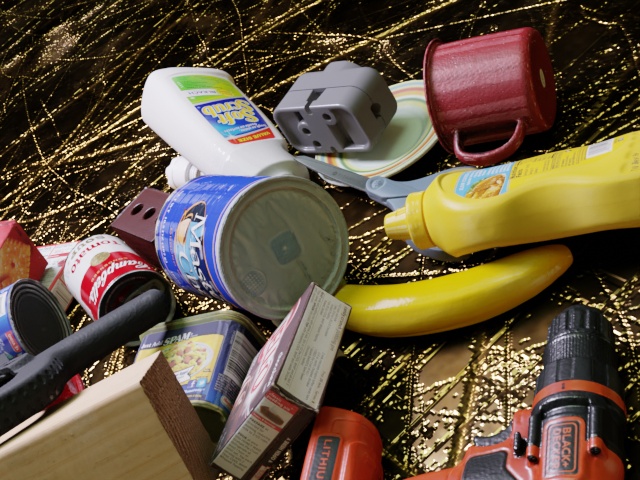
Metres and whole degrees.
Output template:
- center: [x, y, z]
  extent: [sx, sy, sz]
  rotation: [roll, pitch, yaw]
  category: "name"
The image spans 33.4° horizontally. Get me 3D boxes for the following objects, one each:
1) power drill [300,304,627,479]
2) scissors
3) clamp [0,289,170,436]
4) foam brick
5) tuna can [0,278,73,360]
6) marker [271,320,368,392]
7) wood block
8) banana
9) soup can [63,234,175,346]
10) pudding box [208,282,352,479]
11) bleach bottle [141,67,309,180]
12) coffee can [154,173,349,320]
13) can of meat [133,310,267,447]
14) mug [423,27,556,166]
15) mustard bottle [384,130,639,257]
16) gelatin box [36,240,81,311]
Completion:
- center: [0.083, 0.121, 0.616]
  extent: [0.188, 0.057, 0.184]
  rotation: [-16, 35, 27]
  category: "power drill"
- center: [0.066, -0.048, 0.846]
  extent: [0.096, 0.016, 0.202]
  rotation: [-35, 43, -11]
  category: "scissors"
- center: [-0.197, 0.095, 0.741]
  extent: [0.165, 0.036, 0.210]
  rotation: [-25, 9, 13]
  category: "clamp"
- center: [-0.141, -0.008, 0.965]
  extent: [0.078, 0.051, 0.053]
  rotation: [16, 59, 49]
  category: "foam brick"
- center: [-0.254, 0.078, 0.927]
  extent: [0.034, 0.086, 0.086]
  rotation: [-26, 35, 16]
  category: "tuna can"
- center: [-0.001, 0.077, 0.774]
  extent: [0.020, 0.020, 0.121]
  rotation: [-41, 34, -10]
  category: "marker"
- center: [-0.178, 0.164, 0.691]
  extent: [0.206, 0.090, 0.091]
  rotation: [-27, 7, 3]
  category: "wood block"
- center: [0.075, 0.036, 0.743]
  extent: [0.198, 0.037, 0.069]
  rotation: [-7, 43, 34]
  category: "banana"
- center: [-0.175, 0.041, 0.922]
  extent: [0.068, 0.068, 0.102]
  rotation: [-42, 34, -11]
  category: "soup can"
- center: [-0.025, 0.094, 0.705]
  extent: [0.090, 0.039, 0.113]
  rotation: [-55, 9, 34]
  category: "pudding box"
- center: [-0.076, -0.088, 0.987]
  extent: [0.102, 0.068, 0.251]
  rotation: [-3, 28, -33]
  category: "bleach bottle"
- center: [-0.055, 0.001, 0.811]
  extent: [0.102, 0.102, 0.140]
  rotation: [-46, 22, -16]
  category: "coffee can"
- center: [-0.096, 0.106, 0.787]
  extent: [0.102, 0.057, 0.084]
  rotation: [-13, 41, 28]
  category: "can of meat"
- center: [0.133, -0.109, 0.829]
  extent: [0.082, 0.093, 0.117]
  rotation: [-8, 54, 27]
  category: "mug"
- center: [0.135, -0.027, 0.725]
  extent: [0.192, 0.058, 0.096]
  rotation: [-11, 17, 22]
  category: "mustard bottle"
- center: [-0.265, 0.043, 1.028]
  extent: [0.073, 0.030, 0.089]
  rotation: [-9, 43, 35]
  category: "gelatin box"
